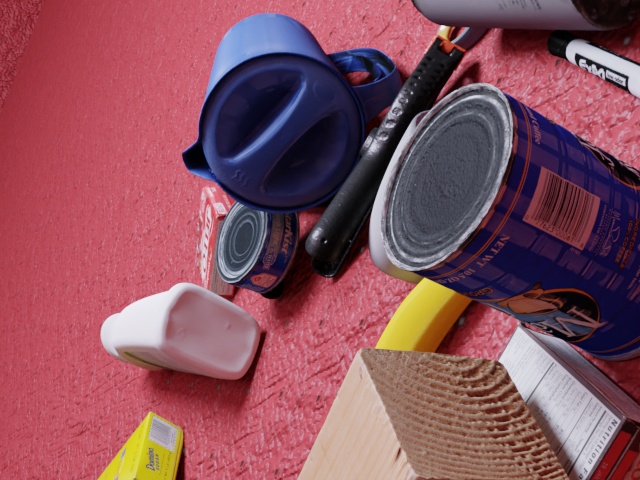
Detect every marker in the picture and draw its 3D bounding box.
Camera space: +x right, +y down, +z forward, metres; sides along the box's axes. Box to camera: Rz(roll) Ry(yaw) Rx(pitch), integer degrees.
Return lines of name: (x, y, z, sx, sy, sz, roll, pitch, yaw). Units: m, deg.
marker: (0.178, -0.113, 0.674, 0.020, 0.020, 0.121, -60, 27, 13)

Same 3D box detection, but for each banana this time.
banana: (0.060, 0.089, 0.712, 0.070, 0.037, 0.198, 17, 85, 45)

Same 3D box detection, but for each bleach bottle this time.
bleach bottle: (-0.158, 0.091, 1.032, 0.251, 0.102, 0.068, -9, 56, 58)

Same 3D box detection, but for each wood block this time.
wood block: (0.035, 0.166, 0.572, 0.091, 0.090, 0.206, -114, 39, -50)

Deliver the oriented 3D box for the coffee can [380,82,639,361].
coffee can: (0.117, -0.007, 0.562, 0.103, 0.140, 0.103, -43, 35, 39)

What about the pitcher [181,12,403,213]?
pitcher: (-0.030, -0.130, 0.942, 0.243, 0.149, 0.145, -102, 35, -66)

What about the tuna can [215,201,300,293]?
tuna can: (-0.056, 0.001, 0.931, 0.086, 0.033, 0.086, -31, 51, 46)

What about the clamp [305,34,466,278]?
clamp: (0.047, -0.062, 0.804, 0.210, 0.036, 0.164, -60, -3, 2)

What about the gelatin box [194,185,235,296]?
gelatin box: (-0.101, 0.000, 1.052, 0.073, 0.030, 0.089, -121, 36, -59)

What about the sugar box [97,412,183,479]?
sugar box: (-0.196, 0.255, 1.020, 0.176, 0.048, 0.093, -49, 18, 25)
